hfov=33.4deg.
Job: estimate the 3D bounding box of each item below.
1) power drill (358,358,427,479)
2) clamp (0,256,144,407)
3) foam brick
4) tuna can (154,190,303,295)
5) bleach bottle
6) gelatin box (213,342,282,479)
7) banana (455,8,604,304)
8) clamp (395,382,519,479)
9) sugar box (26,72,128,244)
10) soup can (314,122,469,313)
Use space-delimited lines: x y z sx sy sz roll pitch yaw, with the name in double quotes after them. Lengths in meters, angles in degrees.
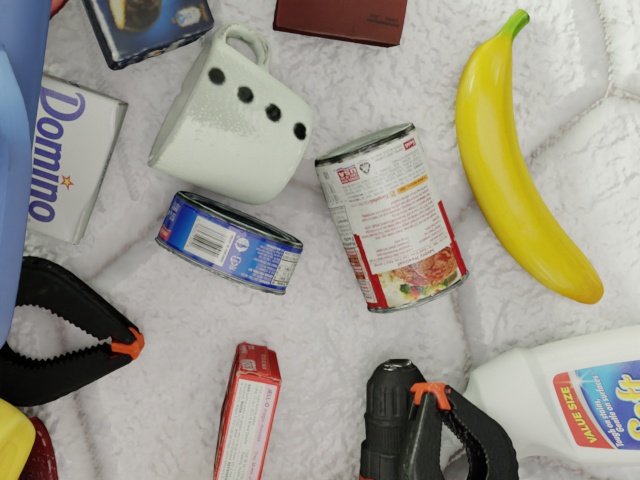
0.006 0.176 0.644 0.187 0.057 0.184 -11 101 -44 "power drill"
-0.218 0.062 0.663 0.210 0.036 0.164 14 98 -4 "clamp"
0.012 -0.148 0.648 0.078 0.051 0.053 9 98 -7 "foam brick"
-0.054 0.001 0.645 0.086 0.086 0.034 23 94 -9 "tuna can"
0.200 0.109 0.699 0.251 0.068 0.102 -9 98 -2 "bleach bottle"
-0.048 0.116 0.668 0.030 0.073 0.089 11 97 -5 "gelatin box"
0.128 -0.044 0.681 0.069 0.037 0.198 -17 99 -2 "banana"
0.102 0.166 0.649 0.120 0.039 0.171 -9 87 -28 "clamp"
-0.214 -0.070 0.640 0.176 0.048 0.093 19 97 -7 "sugar box"
0.044 -0.014 0.662 0.068 0.068 0.102 -21 99 -2 "soup can"
